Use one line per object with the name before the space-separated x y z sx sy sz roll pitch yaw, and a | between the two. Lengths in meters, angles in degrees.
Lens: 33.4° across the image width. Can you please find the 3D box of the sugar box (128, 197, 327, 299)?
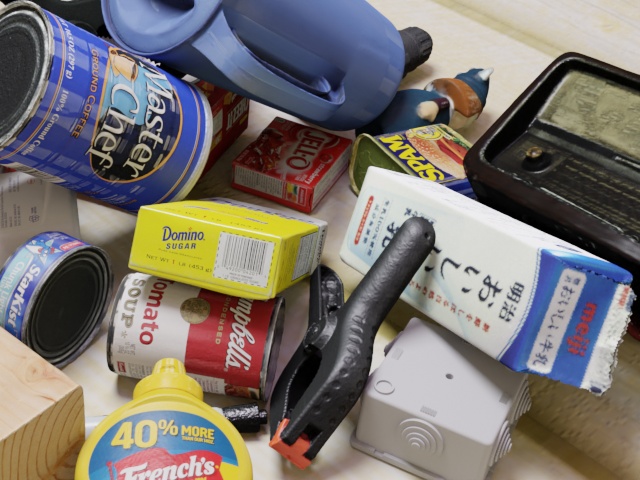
sugar box | -0.055 0.001 0.721 0.093 0.048 0.176 13 9 8

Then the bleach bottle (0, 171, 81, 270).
bleach bottle | -0.293 0.001 0.734 0.250 0.068 0.102 -6 36 -13

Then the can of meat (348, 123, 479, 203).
can of meat | 0.086 -0.050 0.870 0.083 0.057 0.102 -14 42 -30

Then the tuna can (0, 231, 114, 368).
tuna can | -0.172 0.038 0.683 0.034 0.086 0.086 22 39 21

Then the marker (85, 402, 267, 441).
marker | -0.092 0.113 0.652 0.121 0.020 0.020 -3 38 -13

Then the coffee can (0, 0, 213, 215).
coffee can | -0.156 -0.083 0.710 0.140 0.103 0.103 22 18 -48

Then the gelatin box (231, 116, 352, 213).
gelatin box | -0.023 -0.066 0.893 0.073 0.030 0.089 19 38 15

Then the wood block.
wood block | -0.237 0.085 0.607 0.206 0.090 0.090 29 42 26

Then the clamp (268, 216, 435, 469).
clamp | 0.017 0.059 0.670 0.039 0.120 0.171 31 47 -16

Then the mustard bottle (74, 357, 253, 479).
mustard bottle | -0.084 0.140 0.571 0.096 0.058 0.191 1 42 -7

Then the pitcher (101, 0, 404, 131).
pitcher | -0.035 -0.159 0.820 0.145 0.149 0.242 4 -9 38

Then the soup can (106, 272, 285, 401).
soup can | -0.078 0.061 0.683 0.102 0.068 0.068 10 37 4
